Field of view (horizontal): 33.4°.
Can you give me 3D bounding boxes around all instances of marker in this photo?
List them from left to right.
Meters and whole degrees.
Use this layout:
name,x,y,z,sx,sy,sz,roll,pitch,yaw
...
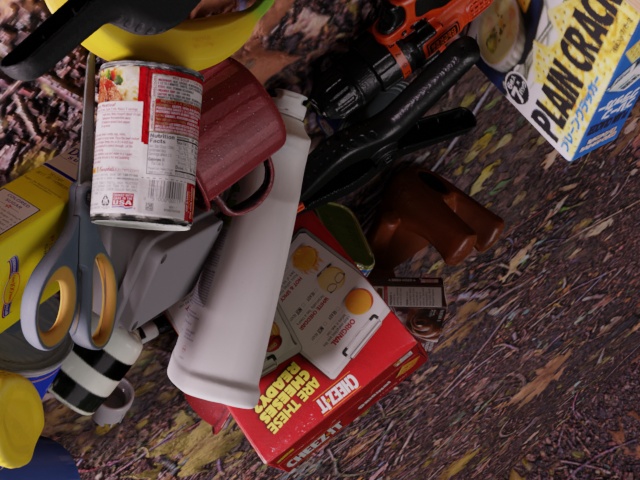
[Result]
name,x,y,z,sx,sy,sz,roll,pitch,yaw
marker,-0.186,0.097,1.019,0.121,0.020,0.020,-25,151,-26

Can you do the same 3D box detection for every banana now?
name,x,y,z,sx,sy,sz,roll,pitch,yaw
banana,-0.111,-0.144,0.707,0.197,0.037,0.070,-8,118,-50

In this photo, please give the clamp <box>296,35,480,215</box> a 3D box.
name,x,y,z,sx,sy,sz,roll,pitch,yaw
clamp,0.055,-0.084,0.932,0.210,0.036,0.164,-35,162,4

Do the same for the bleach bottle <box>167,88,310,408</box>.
name,x,y,z,sx,sy,sz,roll,pitch,yaw
bleach bottle,-0.056,0.001,0.859,0.068,0.103,0.251,17,89,-19

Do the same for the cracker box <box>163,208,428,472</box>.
name,x,y,z,sx,sy,sz,roll,pitch,yaw
cracker box,-0.034,0.070,0.947,0.164,0.214,0.072,-39,154,1

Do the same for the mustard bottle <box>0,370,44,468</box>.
name,x,y,z,sx,sy,sz,roll,pitch,yaw
mustard bottle,-0.294,0.105,0.736,0.096,0.192,0.058,85,18,-63

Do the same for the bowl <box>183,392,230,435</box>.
name,x,y,z,sx,sy,sz,roll,pitch,yaw
bowl,-0.097,0.107,1.057,0.162,0.055,0.162,-158,-89,-84

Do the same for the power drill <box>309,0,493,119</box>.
name,x,y,z,sx,sy,sz,roll,pitch,yaw
power drill,0.052,-0.189,0.821,0.184,0.057,0.187,-41,158,-5

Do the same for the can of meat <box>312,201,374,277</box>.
name,x,y,z,sx,sy,sz,roll,pitch,yaw
can of meat,0.004,0.022,1.049,0.057,0.102,0.084,12,125,-30

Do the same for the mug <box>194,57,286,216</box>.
name,x,y,z,sx,sy,sz,roll,pitch,yaw
mug,-0.074,-0.072,0.792,0.081,0.093,0.117,-37,116,-14

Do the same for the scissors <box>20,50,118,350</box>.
name,x,y,z,sx,sy,sz,roll,pitch,yaw
scissors,-0.165,-0.016,0.693,0.096,0.016,0.202,-36,128,-57

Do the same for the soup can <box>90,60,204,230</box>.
name,x,y,z,sx,sy,sz,roll,pitch,yaw
soup can,-0.113,-0.060,0.697,0.068,0.069,0.102,9,84,-57

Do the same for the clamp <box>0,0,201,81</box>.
name,x,y,z,sx,sy,sz,roll,pitch,yaw
clamp,-0.124,-0.149,0.624,0.171,0.039,0.120,-3,105,-50

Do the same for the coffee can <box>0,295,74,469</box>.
name,x,y,z,sx,sy,sz,roll,pitch,yaw
coffee can,-0.266,0.108,0.834,0.102,0.103,0.140,-7,140,-48

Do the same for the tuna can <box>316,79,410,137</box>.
name,x,y,z,sx,sy,sz,roll,pitch,yaw
tuna can,0.040,-0.118,0.945,0.086,0.034,0.086,-30,153,-17

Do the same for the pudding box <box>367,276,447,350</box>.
name,x,y,z,sx,sy,sz,roll,pitch,yaw
pudding box,0.078,0.077,1.091,0.090,0.039,0.113,0,150,-1

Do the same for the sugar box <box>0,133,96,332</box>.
name,x,y,z,sx,sy,sz,roll,pitch,yaw
sugar box,-0.198,0.001,0.734,0.176,0.048,0.093,-41,158,-51
